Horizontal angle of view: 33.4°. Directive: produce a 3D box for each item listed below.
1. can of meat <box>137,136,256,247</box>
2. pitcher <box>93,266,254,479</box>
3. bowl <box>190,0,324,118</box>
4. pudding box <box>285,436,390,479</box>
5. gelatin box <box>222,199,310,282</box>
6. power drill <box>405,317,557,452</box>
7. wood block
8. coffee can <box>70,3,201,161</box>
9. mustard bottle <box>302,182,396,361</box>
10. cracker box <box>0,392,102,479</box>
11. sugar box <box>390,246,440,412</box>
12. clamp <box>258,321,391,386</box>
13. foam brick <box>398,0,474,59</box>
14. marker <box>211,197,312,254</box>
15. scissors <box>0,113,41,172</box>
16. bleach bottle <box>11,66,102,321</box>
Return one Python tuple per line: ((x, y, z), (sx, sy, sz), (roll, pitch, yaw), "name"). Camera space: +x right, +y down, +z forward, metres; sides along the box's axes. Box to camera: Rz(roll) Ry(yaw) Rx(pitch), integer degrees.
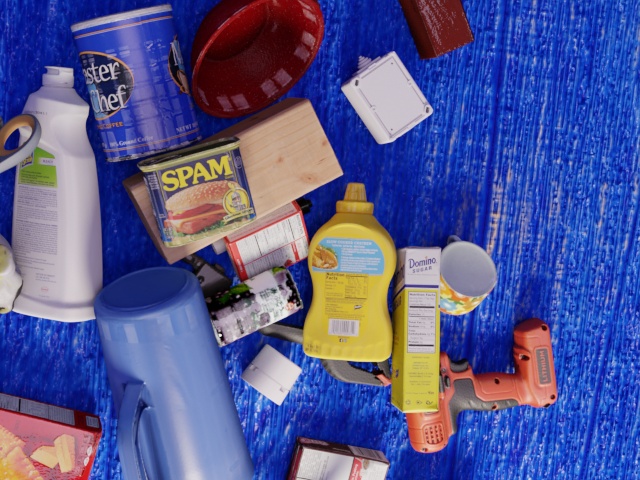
((-0.119, -0.048, 1.049), (0.102, 0.057, 0.084), (-17, 104, -12), "can of meat")
((-0.157, 0.159, 1.092), (0.144, 0.149, 0.243), (-19, 115, -18), "pitcher")
((-0.077, -0.205, 1.107), (0.162, 0.162, 0.055), (-35, 63, -8), "bowl")
((0.016, 0.284, 1.243), (0.113, 0.039, 0.090), (14, 97, -15), "pudding box")
((-0.058, 0.001, 1.167), (0.089, 0.030, 0.073), (-26, 137, -10), "gelatin box")
((0.179, 0.144, 1.259), (0.187, 0.057, 0.184), (-10, 97, -12), "power drill")
((-0.095, -0.067, 1.131), (0.206, 0.091, 0.090), (-28, 105, -10), "wood block")
((-0.186, -0.160, 1.084), (0.102, 0.103, 0.140), (-15, 102, -13), "coffee can")
((0.034, 0.033, 1.165), (0.096, 0.058, 0.191), (3, 90, 14), "mustard bottle")
((-0.354, 0.244, 1.114), (0.213, 0.072, 0.164), (17, 93, -17), "cracker box")
((0.103, 0.095, 1.167), (0.048, 0.093, 0.176), (-1, 87, -5), "sugar box")
((0.010, 0.110, 1.215), (0.120, 0.039, 0.171), (-36, 99, -1), "clamp")
((0.129, -0.247, 1.186), (0.051, 0.053, 0.078), (-25, 105, -11), "foam brick")
((-0.064, -0.017, 1.184), (0.121, 0.020, 0.020), (-25, 104, -11), "marker")
((-0.320, -0.052, 1.017), (0.096, 0.016, 0.201), (-8, 56, 10), "scissors")
((-0.264, -0.049, 1.084), (0.103, 0.068, 0.251), (7, 97, 29), "bleach bottle")
